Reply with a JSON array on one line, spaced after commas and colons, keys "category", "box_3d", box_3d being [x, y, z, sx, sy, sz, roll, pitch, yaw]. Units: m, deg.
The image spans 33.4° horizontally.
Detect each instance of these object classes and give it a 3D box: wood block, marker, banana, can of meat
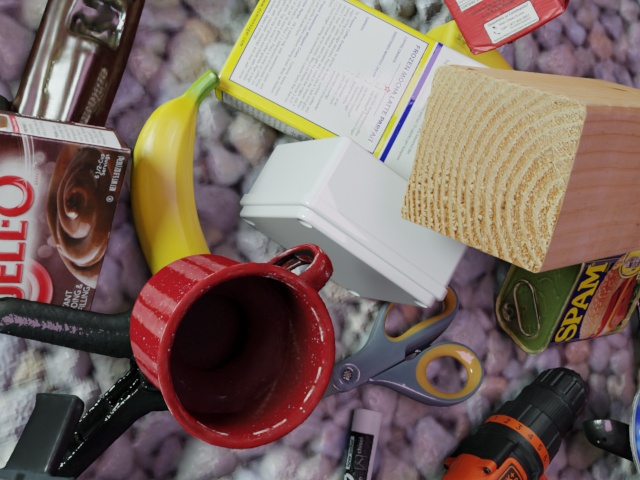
[{"category": "wood block", "box_3d": [0.148, -0.047, 0.628, 0.205, 0.091, 0.090, -7, 115, -52]}, {"category": "marker", "box_3d": [0.021, 0.171, 0.697, 0.020, 0.020, 0.121, 16, 78, -26]}, {"category": "banana", "box_3d": [-0.073, 0.001, 0.642, 0.069, 0.037, 0.198, -13, 101, -5]}, {"category": "can of meat", "box_3d": [0.184, 0.026, 0.758, 0.083, 0.057, 0.102, -6, 128, -32]}]

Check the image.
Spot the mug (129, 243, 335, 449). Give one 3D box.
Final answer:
[{"category": "mug", "box_3d": [-0.043, 0.043, 0.558, 0.117, 0.082, 0.093, -46, 113, -12]}]

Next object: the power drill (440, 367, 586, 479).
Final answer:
[{"category": "power drill", "box_3d": [0.161, 0.207, 0.750, 0.184, 0.057, 0.187, -40, 102, -28]}]

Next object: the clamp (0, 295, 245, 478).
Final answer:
[{"category": "clamp", "box_3d": [-0.101, 0.077, 0.607, 0.171, 0.039, 0.120, -8, 117, -18]}]

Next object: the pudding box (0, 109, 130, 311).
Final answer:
[{"category": "pudding box", "box_3d": [-0.162, -0.011, 0.578, 0.089, 0.039, 0.113, 6, 113, -28]}]

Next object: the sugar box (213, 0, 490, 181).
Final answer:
[{"category": "sugar box", "box_3d": [0.031, -0.093, 0.673, 0.176, 0.048, 0.093, 28, 85, -4]}]

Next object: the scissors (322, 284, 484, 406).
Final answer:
[{"category": "scissors", "box_3d": [0.033, 0.099, 0.695, 0.201, 0.016, 0.096, -39, 87, -31]}]
